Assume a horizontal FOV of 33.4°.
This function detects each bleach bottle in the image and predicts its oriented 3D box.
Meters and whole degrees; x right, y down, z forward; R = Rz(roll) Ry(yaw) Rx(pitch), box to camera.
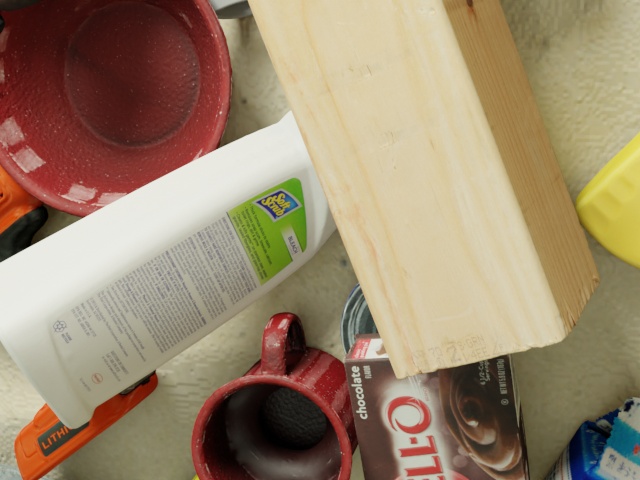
[{"bbox_3d":[-0.054,0.001,0.595,0.250,0.068,0.102,-29,135,-8],"label":"bleach bottle"}]

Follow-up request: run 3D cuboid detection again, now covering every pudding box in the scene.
[{"bbox_3d":[0.067,0.105,0.594,0.090,0.039,0.113,-5,108,15],"label":"pudding box"}]

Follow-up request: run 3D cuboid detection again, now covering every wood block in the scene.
[{"bbox_3d":[0.053,-0.051,0.517,0.090,0.090,0.206,-18,98,29],"label":"wood block"}]

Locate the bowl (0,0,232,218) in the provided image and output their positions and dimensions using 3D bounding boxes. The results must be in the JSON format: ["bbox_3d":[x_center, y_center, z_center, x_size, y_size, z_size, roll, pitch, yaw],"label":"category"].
[{"bbox_3d":[-0.121,-0.095,0.626,0.162,0.055,0.162,3,102,13],"label":"bowl"}]

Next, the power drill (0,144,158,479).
[{"bbox_3d":[-0.208,0.057,0.678,0.185,0.057,0.187,-36,92,21],"label":"power drill"}]

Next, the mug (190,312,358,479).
[{"bbox_3d":[-0.020,0.099,0.627,0.093,0.081,0.117,-2,101,14],"label":"mug"}]
